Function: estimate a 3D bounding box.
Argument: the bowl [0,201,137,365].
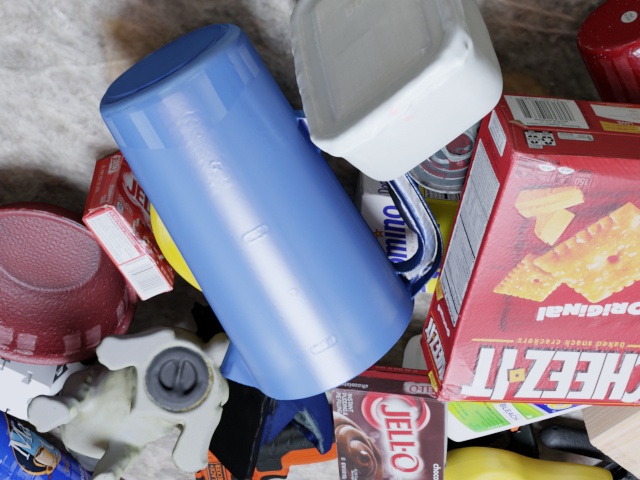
[{"bbox_3d":[-0.222,0.024,0.840,0.162,0.055,0.162,0,129,0],"label":"bowl"}]

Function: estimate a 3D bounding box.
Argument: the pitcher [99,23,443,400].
[{"bbox_3d":[-0.035,-0.025,0.732,0.145,0.149,0.242,-4,124,46],"label":"pitcher"}]

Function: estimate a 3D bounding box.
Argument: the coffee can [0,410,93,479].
[{"bbox_3d":[-0.289,0.216,0.964,0.103,0.103,0.140,-31,122,23],"label":"coffee can"}]

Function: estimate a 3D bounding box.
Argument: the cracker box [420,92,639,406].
[{"bbox_3d":[0.169,0.015,0.697,0.164,0.072,0.214,3,129,-9],"label":"cracker box"}]

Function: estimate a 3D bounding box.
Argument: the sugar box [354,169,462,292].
[{"bbox_3d":[0.111,-0.002,0.825,0.176,0.048,0.093,4,129,-4],"label":"sugar box"}]

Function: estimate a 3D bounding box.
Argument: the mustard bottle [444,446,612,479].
[{"bbox_3d":[0.157,0.226,0.949,0.191,0.058,0.096,13,133,-13],"label":"mustard bottle"}]

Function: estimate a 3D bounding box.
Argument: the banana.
[{"bbox_3d":[-0.070,0.012,0.816,0.069,0.037,0.197,-47,129,-4],"label":"banana"}]

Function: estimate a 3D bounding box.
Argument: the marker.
[{"bbox_3d":[-0.227,0.121,0.941,0.020,0.020,0.121,35,121,-25],"label":"marker"}]

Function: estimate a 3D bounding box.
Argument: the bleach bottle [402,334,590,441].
[{"bbox_3d":[0.197,0.092,0.855,0.251,0.068,0.102,-21,127,31],"label":"bleach bottle"}]

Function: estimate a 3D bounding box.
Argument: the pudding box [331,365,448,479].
[{"bbox_3d":[0.059,0.153,0.873,0.090,0.039,0.113,5,130,13],"label":"pudding box"}]

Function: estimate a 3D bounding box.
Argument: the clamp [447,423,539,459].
[{"bbox_3d":[0.136,0.220,1.008,0.164,0.036,0.210,7,132,-7],"label":"clamp"}]

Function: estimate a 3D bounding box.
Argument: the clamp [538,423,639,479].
[{"bbox_3d":[0.288,0.212,1.000,0.171,0.039,0.120,-4,132,4],"label":"clamp"}]

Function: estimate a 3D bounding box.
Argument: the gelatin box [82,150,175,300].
[{"bbox_3d":[-0.139,-0.012,0.800,0.030,0.073,0.089,-20,125,14],"label":"gelatin box"}]

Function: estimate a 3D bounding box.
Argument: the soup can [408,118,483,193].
[{"bbox_3d":[0.086,-0.089,0.719,0.068,0.102,0.068,0,129,0],"label":"soup can"}]

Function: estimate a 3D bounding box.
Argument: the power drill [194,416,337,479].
[{"bbox_3d":[-0.024,0.214,0.990,0.187,0.057,0.184,-4,129,3],"label":"power drill"}]
